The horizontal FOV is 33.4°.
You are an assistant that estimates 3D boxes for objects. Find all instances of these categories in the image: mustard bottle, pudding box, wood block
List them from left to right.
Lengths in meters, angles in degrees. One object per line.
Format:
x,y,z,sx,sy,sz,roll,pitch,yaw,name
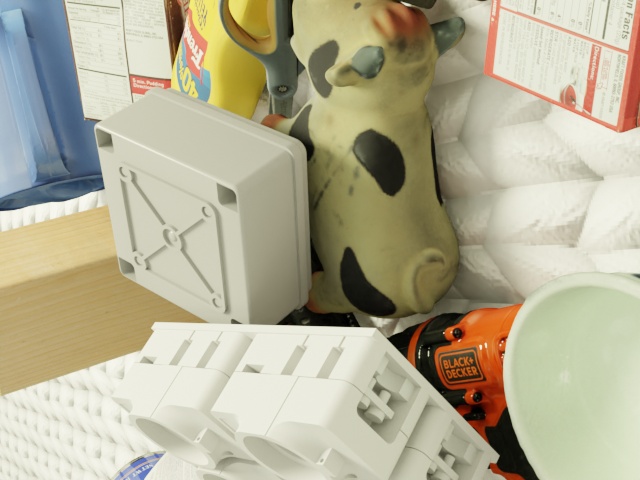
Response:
-0.166,0.031,0.823,0.090,0.205,0.091,34,133,48,wood block
-0.136,-0.138,0.780,0.090,0.039,0.113,12,124,22,pudding box
-0.062,-0.133,0.706,0.192,0.058,0.096,116,144,-52,mustard bottle

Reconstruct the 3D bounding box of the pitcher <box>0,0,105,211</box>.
-0.272,-0.155,0.990,0.149,0.144,0.243,-16,88,34,pitcher

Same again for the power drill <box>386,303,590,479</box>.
0.098,0.128,0.573,0.185,0.057,0.187,-23,85,61,power drill

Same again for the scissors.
-0.006,-0.104,0.655,0.201,0.096,0.016,65,-161,-61,scissors
